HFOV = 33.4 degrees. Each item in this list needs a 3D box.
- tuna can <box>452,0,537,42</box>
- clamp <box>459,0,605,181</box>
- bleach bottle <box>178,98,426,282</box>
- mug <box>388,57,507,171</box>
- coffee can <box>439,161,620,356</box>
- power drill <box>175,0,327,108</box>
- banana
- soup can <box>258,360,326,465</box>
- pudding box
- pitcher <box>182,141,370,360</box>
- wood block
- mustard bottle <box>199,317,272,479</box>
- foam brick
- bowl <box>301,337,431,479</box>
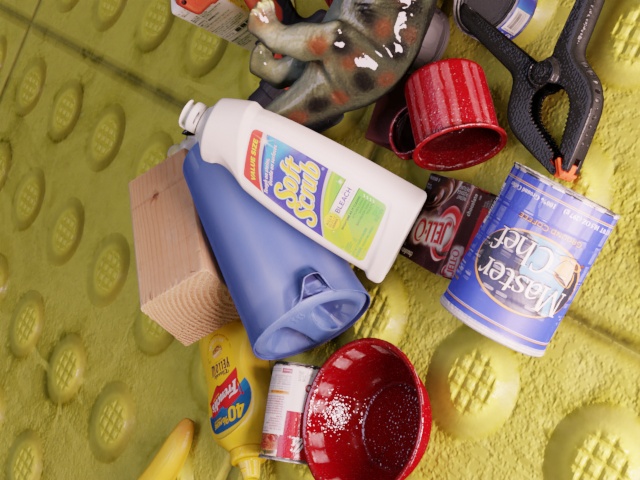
[{"bbox_3d":[0.178,-0.243,1.086,0.086,0.033,0.086,-20,62,42],"label":"tuna can"},{"bbox_3d":[0.205,-0.157,1.001,0.165,0.036,0.210,-8,79,40],"label":"clamp"},{"bbox_3d":[-0.027,-0.061,1.050,0.251,0.068,0.103,28,114,6],"label":"bleach bottle"},{"bbox_3d":[0.119,-0.120,1.053,0.117,0.093,0.081,-24,63,30],"label":"mug"},{"bbox_3d":[0.182,0.016,0.934,0.103,0.102,0.140,38,104,48],"label":"coffee can"},{"bbox_3d":[-0.077,-0.238,1.239,0.184,0.187,0.057,-45,21,6],"label":"power drill"},{"bbox_3d":[-0.216,0.294,1.318,0.198,0.037,0.070,-42,50,30],"label":"banana"},{"bbox_3d":[-0.024,0.183,1.125,0.069,0.068,0.102,-3,73,47],"label":"soup can"},{"bbox_3d":[0.124,-0.013,1.029,0.090,0.039,0.113,-68,15,3],"label":"pudding box"},{"bbox_3d":[-0.058,0.001,1.151,0.149,0.144,0.243,-40,63,26],"label":"pitcher"},{"bbox_3d":[-0.154,0.004,1.226,0.091,0.090,0.206,-30,44,15],"label":"wood block"},{"bbox_3d":[-0.090,0.178,1.207,0.096,0.058,0.191,-35,53,36],"label":"mustard bottle"},{"bbox_3d":[0.092,-0.132,1.127,0.051,0.052,0.078,16,87,49],"label":"foam brick"},{"bbox_3d":[0.056,0.179,1.048,0.162,0.055,0.162,-20,62,42],"label":"bowl"}]
